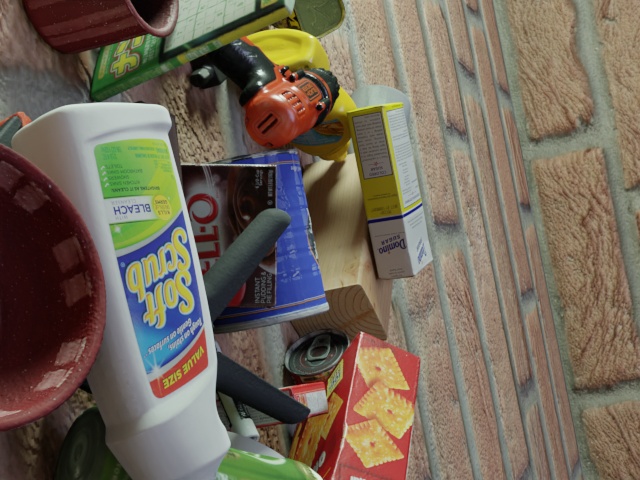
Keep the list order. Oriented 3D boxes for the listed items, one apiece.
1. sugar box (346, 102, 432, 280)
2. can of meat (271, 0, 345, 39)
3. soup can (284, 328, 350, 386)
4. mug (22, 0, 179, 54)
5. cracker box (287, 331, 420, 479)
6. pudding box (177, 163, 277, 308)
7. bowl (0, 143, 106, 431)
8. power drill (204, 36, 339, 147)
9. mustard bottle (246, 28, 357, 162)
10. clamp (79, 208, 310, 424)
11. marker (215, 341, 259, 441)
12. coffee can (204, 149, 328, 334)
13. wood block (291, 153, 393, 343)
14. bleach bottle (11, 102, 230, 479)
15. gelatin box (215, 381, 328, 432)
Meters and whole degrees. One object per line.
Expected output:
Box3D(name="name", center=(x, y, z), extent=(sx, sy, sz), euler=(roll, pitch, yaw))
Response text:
Box3D(name="sugar box", center=(0.073, -0.053, 1.108), extent=(0.093, 0.048, 0.176), euler=(-27, 110, -69))
Box3D(name="can of meat", center=(-0.028, -0.273, 1.147), extent=(0.057, 0.084, 0.102), euler=(-33, 121, -20))
Box3D(name="soup can", center=(0.013, 0.148, 1.073), extent=(0.068, 0.069, 0.102), euler=(-73, 146, -53))
Box3D(name="mug", center=(-0.162, -0.190, 0.753), extent=(0.093, 0.082, 0.117), euler=(-72, 146, -53))
Box3D(name="cracker box", center=(0.013, 0.209, 0.917), extent=(0.213, 0.072, 0.164), euler=(-74, -170, -52))
Box3D(name="pudding box", center=(-0.080, -0.003, 0.835), extent=(0.039, 0.090, 0.113), euler=(160, -70, -83))
Box3D(name="bowl", center=(-0.192, 0.025, 0.548), extent=(0.161, 0.055, 0.162), euler=(24, 53, -37))
Box3D(name="power drill", center=(-0.065, -0.170, 0.932), extent=(0.187, 0.057, 0.184), euler=(46, 21, -3))
Box3D(name="mustard bottle", center=(-0.014, -0.139, 1.110), extent=(0.191, 0.096, 0.058), euler=(52, 44, -52))
Box3D(name="clamp", center=(-0.089, 0.059, 0.753), extent=(0.209, 0.036, 0.164), euler=(-1, 90, -43))
Box3D(name="marker", center=(-0.079, 0.109, 0.849), extent=(0.121, 0.020, 0.020), euler=(62, 10, 31))
Box3D(name="coffee can", center=(-0.056, 0.001, 0.911), extent=(0.102, 0.103, 0.140), euler=(-10, 89, -70))
Box3D(name="wood block", center=(0.026, 0.008, 1.151), extent=(0.206, 0.091, 0.090), euler=(-81, 152, -44))
Box3D(name="bleach bottle", center=(-0.105, 0.044, 0.643), extent=(0.102, 0.068, 0.251), euler=(-9, 79, -55))
Box3D(name="gelatin box", center=(-0.047, 0.139, 0.880), extent=(0.073, 0.089, 0.030), euler=(11, 67, -68))
